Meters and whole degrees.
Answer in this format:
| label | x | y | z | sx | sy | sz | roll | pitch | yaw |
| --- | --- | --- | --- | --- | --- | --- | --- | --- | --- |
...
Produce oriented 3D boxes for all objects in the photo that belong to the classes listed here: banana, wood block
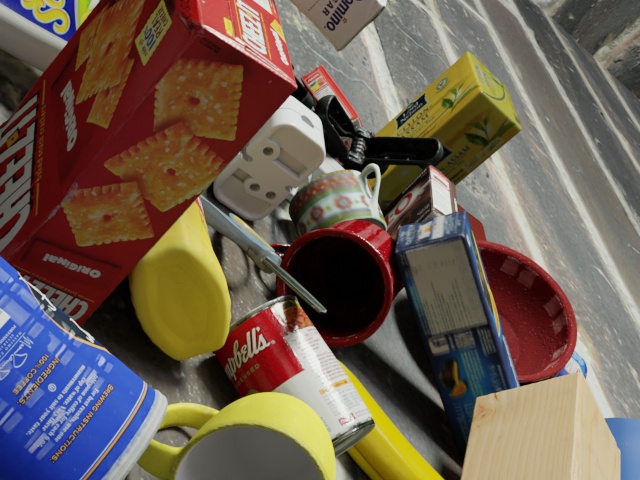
| label | x | y | z | sx | sy | sz | roll | pitch | yaw |
| --- | --- | --- | --- | --- | --- | --- | --- | --- | --- |
| banana | 0.050 | 0.150 | 0.778 | 0.198 | 0.037 | 0.069 | 51 | 24 | 6 |
| wood block | 0.155 | 0.199 | 0.758 | 0.090 | 0.091 | 0.206 | 60 | 27 | -20 |

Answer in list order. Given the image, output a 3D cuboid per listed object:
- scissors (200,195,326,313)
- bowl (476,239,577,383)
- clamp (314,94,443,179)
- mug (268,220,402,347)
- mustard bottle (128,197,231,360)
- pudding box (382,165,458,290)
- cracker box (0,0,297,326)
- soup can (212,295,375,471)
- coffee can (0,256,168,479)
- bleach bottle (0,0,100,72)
| label | x | y | z | sx | sy | sz | roll | pitch | yaw |
| --- | --- | --- | --- | --- | --- | --- | --- | --- | --- |
| scissors | -0.055 | 0.001 | 0.756 | 0.096 | 0.016 | 0.202 | 36 | 1 | -16 |
| bowl | 0.154 | 0.077 | 0.996 | 0.162 | 0.055 | 0.162 | 10 | 49 | -12 |
| clamp | 0.044 | -0.085 | 1.000 | 0.120 | 0.039 | 0.171 | 26 | -10 | -1 |
| mug | 0.009 | 0.026 | 0.853 | 0.117 | 0.093 | 0.081 | 15 | 14 | 13 |
| mustard bottle | -0.104 | -0.016 | 0.716 | 0.192 | 0.058 | 0.096 | -111 | -176 | -51 |
| pudding box | 0.074 | -0.003 | 0.958 | 0.039 | 0.114 | 0.090 | 38 | 25 | -18 |
| cracker box | -0.115 | -0.075 | 0.624 | 0.072 | 0.214 | 0.164 | 30 | 29 | -32 |
| soup can | -0.018 | 0.097 | 0.707 | 0.102 | 0.069 | 0.068 | 56 | 25 | 17 |
| coffee can | -0.155 | 0.066 | 0.480 | 0.140 | 0.103 | 0.102 | 43 | 24 | -10 |
| bleach bottle | -0.213 | -0.173 | 0.746 | 0.250 | 0.068 | 0.102 | 22 | 73 | -11 |
